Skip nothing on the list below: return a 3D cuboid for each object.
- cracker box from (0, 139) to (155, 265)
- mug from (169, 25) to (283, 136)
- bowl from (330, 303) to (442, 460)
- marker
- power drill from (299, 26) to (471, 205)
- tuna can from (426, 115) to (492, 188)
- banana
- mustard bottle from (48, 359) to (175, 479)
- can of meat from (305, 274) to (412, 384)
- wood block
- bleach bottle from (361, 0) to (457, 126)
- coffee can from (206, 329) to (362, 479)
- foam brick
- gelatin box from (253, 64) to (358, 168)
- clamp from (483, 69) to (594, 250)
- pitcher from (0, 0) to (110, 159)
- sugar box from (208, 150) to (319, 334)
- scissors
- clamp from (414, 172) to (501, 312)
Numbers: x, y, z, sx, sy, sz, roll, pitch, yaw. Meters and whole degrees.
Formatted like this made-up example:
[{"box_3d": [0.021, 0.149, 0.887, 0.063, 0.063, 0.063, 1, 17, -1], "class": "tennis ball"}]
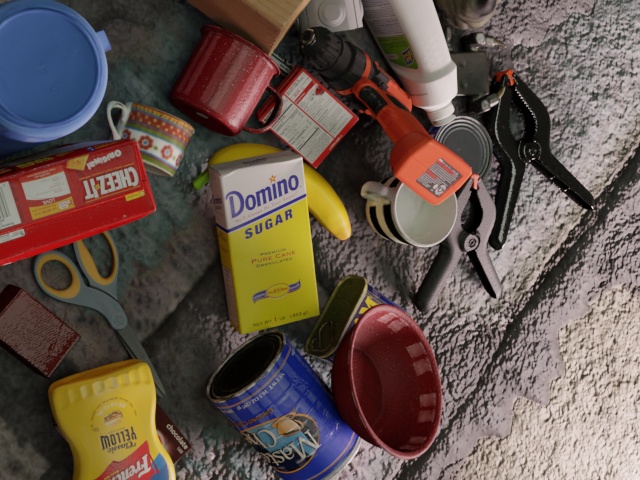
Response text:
[{"box_3d": [-0.259, -0.033, 0.929, 0.164, 0.214, 0.072, -20, 102, -26], "class": "cracker box"}, {"box_3d": [-0.091, -0.153, 1.090, 0.117, 0.093, 0.081, 33, 81, -27], "class": "mug"}, {"box_3d": [0.060, 0.150, 1.111, 0.161, 0.055, 0.162, 24, 58, -45], "class": "bowl"}, {"box_3d": [-0.029, -0.180, 1.161, 0.121, 0.020, 0.020, 34, 75, -24], "class": "marker"}, {"box_3d": [0.067, -0.132, 1.108, 0.057, 0.188, 0.184, -44, 141, 16], "class": "power drill"}, {"box_3d": [0.159, -0.102, 1.255, 0.086, 0.034, 0.086, -1, 91, -28], "class": "tuna can"}, {"box_3d": [-0.043, -0.060, 1.149, 0.197, 0.037, 0.070, 19, 100, -26], "class": "banana"}, {"box_3d": [-0.190, 0.216, 1.014, 0.096, 0.058, 0.191, -15, 97, -24], "class": "mustard bottle"}, {"box_3d": [0.045, 0.103, 1.186, 0.083, 0.058, 0.102, 36, 75, -27], "class": "can of meat"}, {"box_3d": [-0.105, -0.284, 1.044, 0.206, 0.091, 0.090, 35, 74, -5], "class": "wood block"}, {"box_3d": [0.089, -0.245, 1.190, 0.068, 0.103, 0.251, -33, 113, -19], "class": "bleach bottle"}, {"box_3d": [-0.036, 0.178, 1.116, 0.102, 0.103, 0.140, -46, 110, -20], "class": "coffee can"}, {"box_3d": [-0.277, 0.086, 1.013, 0.078, 0.053, 0.051, 44, 71, -21], "class": "foam brick"}, {"box_3d": [-0.016, -0.134, 1.152, 0.089, 0.030, 0.073, 39, 94, -23], "class": "gelatin box"}, {"box_3d": [0.258, -0.106, 1.307, 0.164, 0.036, 0.210, -14, 97, -27], "class": "clamp"}, {"box_3d": [-0.260, -0.140, 0.910, 0.144, 0.243, 0.149, 23, 81, -29], "class": "pitcher"}, {"box_3d": [-0.057, 0.001, 1.112, 0.093, 0.048, 0.176, -14, 111, -20], "class": "sugar box"}, {"box_3d": [-0.223, 0.078, 1.063, 0.096, 0.016, 0.202, -18, 99, -25], "class": "scissors"}, {"box_3d": [0.175, 0.002, 1.249, 0.120, 0.039, 0.171, -1, 111, -37], "class": "clamp"}]
